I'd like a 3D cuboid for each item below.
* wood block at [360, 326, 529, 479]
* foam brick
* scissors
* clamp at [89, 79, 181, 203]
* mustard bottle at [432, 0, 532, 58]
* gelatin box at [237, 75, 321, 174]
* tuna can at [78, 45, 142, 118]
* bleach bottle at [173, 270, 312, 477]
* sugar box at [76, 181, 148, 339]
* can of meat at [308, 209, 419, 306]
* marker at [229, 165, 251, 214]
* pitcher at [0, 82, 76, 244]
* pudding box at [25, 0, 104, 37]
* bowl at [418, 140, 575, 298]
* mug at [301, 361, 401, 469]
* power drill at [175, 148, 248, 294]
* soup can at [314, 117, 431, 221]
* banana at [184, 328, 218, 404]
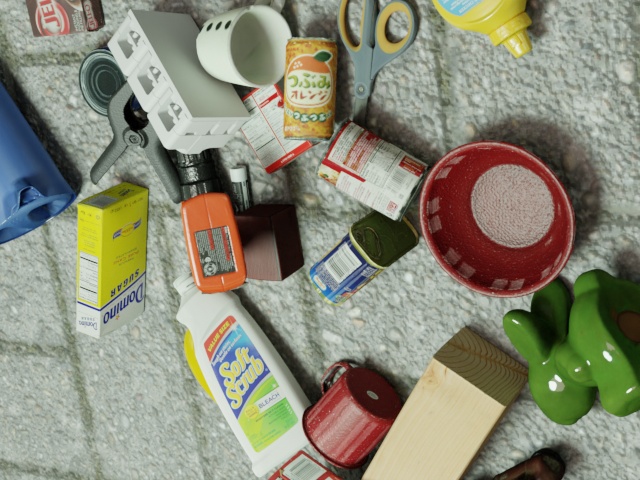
[{"bbox_3d":[0.131,0.209,1.159,0.091,0.090,0.206,35,122,16],"label":"wood block"},{"bbox_3d":[-0.058,0.001,1.218,0.051,0.052,0.078,0,107,31],"label":"foam brick"},{"bbox_3d":[0.061,-0.166,1.106,0.096,0.016,0.202,3,110,30],"label":"scissors"},{"bbox_3d":[-0.203,-0.118,1.250,0.120,0.039,0.172,17,128,-3],"label":"clamp"},{"bbox_3d":[0.141,-0.256,0.997,0.096,0.058,0.191,-32,90,34],"label":"mustard bottle"},{"bbox_3d":[-0.049,-0.129,1.178,0.073,0.030,0.089,-30,91,37],"label":"gelatin box"},{"bbox_3d":[-0.246,-0.189,1.272,0.086,0.033,0.086,11,113,27],"label":"tuna can"},{"bbox_3d":[-0.102,0.150,1.278,0.102,0.068,0.251,-36,82,3],"label":"bleach bottle"},{"bbox_3d":[-0.258,0.025,1.323,0.048,0.093,0.176,15,116,26],"label":"sugar box"},{"bbox_3d":[0.044,0.016,1.133,0.057,0.101,0.084,51,127,5],"label":"can of meat"},{"bbox_3d":[-0.089,-0.027,1.246,0.020,0.020,0.121,3,110,30],"label":"marker"},{"bbox_3d":[-0.429,-0.119,1.362,0.149,0.144,0.243,-33,86,23],"label":"pitcher"},{"bbox_3d":[-0.310,-0.301,1.265,0.090,0.039,0.113,1,108,31],"label":"pudding box"},{"bbox_3d":[0.182,-0.027,1.061,0.162,0.055,0.162,11,113,27],"label":"bowl"},{"bbox_3d":[0.035,0.190,1.220,0.082,0.093,0.117,-53,42,29],"label":"mug"},{"bbox_3d":[-0.124,-0.024,1.180,0.057,0.188,0.184,-14,100,-4],"label":"power drill"},{"bbox_3d":[0.055,-0.073,1.104,0.102,0.068,0.069,30,121,6],"label":"soup can"},{"bbox_3d":[-0.113,0.176,1.326,0.070,0.037,0.198,-38,86,35],"label":"banana"}]
